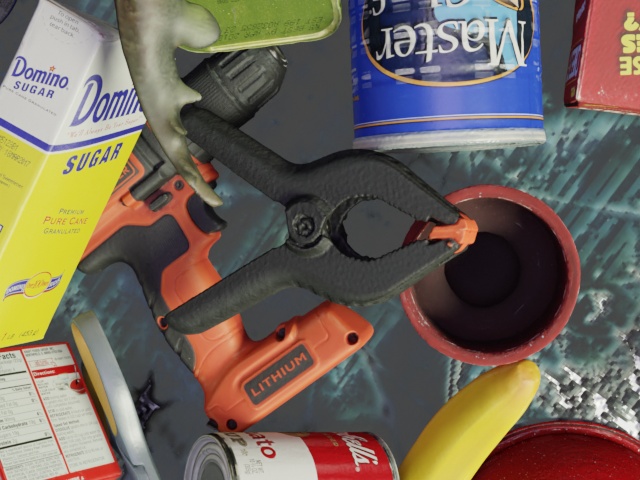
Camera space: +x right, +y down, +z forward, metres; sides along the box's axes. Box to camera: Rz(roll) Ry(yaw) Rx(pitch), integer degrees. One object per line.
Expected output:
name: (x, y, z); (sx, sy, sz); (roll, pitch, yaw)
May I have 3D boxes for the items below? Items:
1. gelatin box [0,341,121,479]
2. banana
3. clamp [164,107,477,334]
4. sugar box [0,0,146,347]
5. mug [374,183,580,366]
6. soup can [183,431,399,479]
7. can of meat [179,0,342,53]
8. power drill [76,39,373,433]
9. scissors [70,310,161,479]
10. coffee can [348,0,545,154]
gelatin box: (-0.160, 0.102, 0.586); (0.030, 0.073, 0.089); (-40, 68, 33)
banana: (0.066, 0.143, 0.598); (0.037, 0.070, 0.198); (20, 103, -22)
clamp: (-0.009, 0.002, 0.547); (0.172, 0.039, 0.120); (12, 101, 22)
sugar box: (-0.143, -0.030, 0.549); (0.048, 0.093, 0.176); (31, 99, 11)
mug: (0.077, 0.017, 0.584); (0.117, 0.081, 0.093); (-4, 93, 6)
soup can: (-0.017, 0.139, 0.585); (0.102, 0.069, 0.068); (6, 95, -30)
can of meat: (-0.038, -0.153, 0.581); (0.102, 0.057, 0.084); (-6, 57, 6)
power drill: (-0.054, 0.001, 0.611); (0.184, 0.057, 0.187); (-38, 86, 11)
scissors: (-0.099, 0.136, 0.599); (0.016, 0.096, 0.202); (-20, 84, -19)
coffee can: (0.065, -0.119, 0.568); (0.103, 0.102, 0.140); (-2, 93, 6)
